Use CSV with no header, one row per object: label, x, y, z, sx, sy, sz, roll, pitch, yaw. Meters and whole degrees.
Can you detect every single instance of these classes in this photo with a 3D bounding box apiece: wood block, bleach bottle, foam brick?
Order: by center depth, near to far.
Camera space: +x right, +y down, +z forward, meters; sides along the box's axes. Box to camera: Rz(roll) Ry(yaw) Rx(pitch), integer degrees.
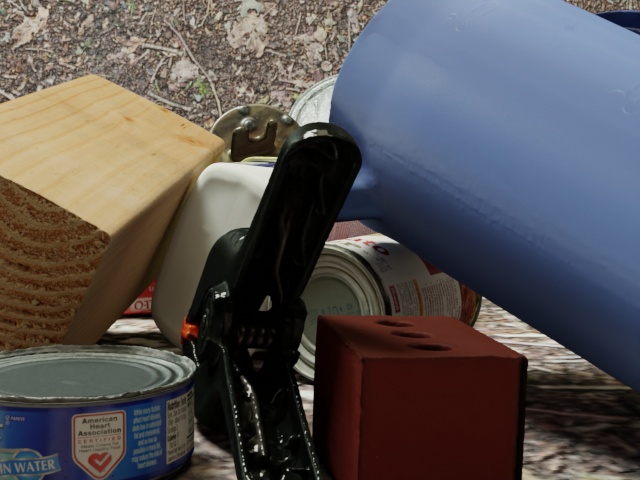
foam brick,0.030,0.055,0.350,0.053,0.051,0.078,0,5,-11
wood block,-0.124,-0.012,0.516,0.090,0.091,0.206,27,17,0
bleach bottle,0.013,0.015,0.630,0.068,0.102,0.250,27,11,30

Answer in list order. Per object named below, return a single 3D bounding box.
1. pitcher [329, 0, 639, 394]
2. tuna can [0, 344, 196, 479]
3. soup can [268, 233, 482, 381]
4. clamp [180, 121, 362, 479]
pitcher,0.127,-0.019,0.418,0.144,0.149,0.243,16,15,-41
tuna can,-0.086,0.060,0.371,0.086,0.034,0.086,1,5,0
soup can,0.029,0.030,0.531,0.069,0.068,0.102,4,7,32
clamp,-0.025,0.040,0.382,0.039,0.120,0.172,14,-19,-11
